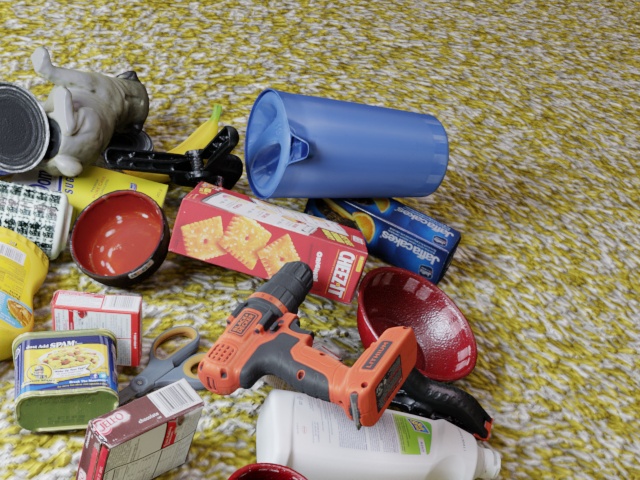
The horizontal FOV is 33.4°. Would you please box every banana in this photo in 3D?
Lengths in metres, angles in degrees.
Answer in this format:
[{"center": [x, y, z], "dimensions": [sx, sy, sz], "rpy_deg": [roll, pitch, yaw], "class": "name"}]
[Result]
[{"center": [-0.191, -0.113, 1.386], "dimensions": [0.037, 0.069, 0.197], "rpy_deg": [8, 31, 32], "class": "banana"}]

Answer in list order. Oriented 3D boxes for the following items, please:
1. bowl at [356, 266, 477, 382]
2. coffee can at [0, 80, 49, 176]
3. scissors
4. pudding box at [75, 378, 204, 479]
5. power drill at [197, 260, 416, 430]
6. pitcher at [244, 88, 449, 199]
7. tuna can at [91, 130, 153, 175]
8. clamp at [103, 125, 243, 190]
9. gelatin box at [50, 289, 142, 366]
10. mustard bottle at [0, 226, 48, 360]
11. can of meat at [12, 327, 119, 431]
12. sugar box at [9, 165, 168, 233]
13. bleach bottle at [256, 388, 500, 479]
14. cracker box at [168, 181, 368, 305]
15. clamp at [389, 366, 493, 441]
[{"center": [0.098, 0.108, 1.218], "dimensions": [0.162, 0.055, 0.162], "rpy_deg": [23, 37, -19], "class": "bowl"}, {"center": [-0.393, -0.118, 1.213], "dimensions": [0.141, 0.103, 0.102], "rpy_deg": [-6, 18, 38], "class": "coffee can"}, {"center": [-0.164, 0.152, 1.088], "dimensions": [0.096, 0.016, 0.201], "rpy_deg": [23, 35, 10], "class": "scissors"}, {"center": [-0.166, 0.186, 0.981], "dimensions": [0.113, 0.090, 0.039], "rpy_deg": [-19, 52, -42], "class": "pudding box"}, {"center": [-0.003, 0.100, 1.058], "dimensions": [0.188, 0.057, 0.184], "rpy_deg": [14, 46, 28], "class": "power drill"}, {"center": [0.030, -0.115, 1.345], "dimensions": [0.242, 0.145, 0.149], "rpy_deg": [2, 52, -26], "class": "pitcher"}, {"center": [-0.261, -0.118, 1.387], "dimensions": [0.086, 0.034, 0.086], "rpy_deg": [12, 36, -9], "class": "tuna can"}, {"center": [-0.143, -0.095, 1.306], "dimensions": [0.165, 0.036, 0.209], "rpy_deg": [-9, -11, 20], "class": "clamp"}, {"center": [-0.226, 0.090, 1.084], "dimensions": [0.089, 0.073, 0.030], "rpy_deg": [5, 34, -3], "class": "gelatin box"}, {"center": [-0.337, 0.067, 1.083], "dimensions": [0.096, 0.058, 0.191], "rpy_deg": [30, 31, -24], "class": "mustard bottle"}, {"center": [-0.245, 0.135, 1.028], "dimensions": [0.102, 0.057, 0.084], "rpy_deg": [-3, 38, -13], "class": "can of meat"}, {"center": [-0.279, -0.050, 1.280], "dimensions": [0.176, 0.048, 0.093], "rpy_deg": [16, 35, -6], "class": "sugar box"}, {"center": [0.064, 0.215, 1.074], "dimensions": [0.250, 0.068, 0.102], "rpy_deg": [12, 37, -14], "class": "bleach bottle"}, {"center": [-0.058, 0.002, 1.247], "dimensions": [0.213, 0.072, 0.164], "rpy_deg": [18, 9, -3], "class": "cracker box"}, {"center": [0.101, 0.169, 1.142], "dimensions": [0.171, 0.120, 0.039], "rpy_deg": [34, 62, -14], "class": "clamp"}]
